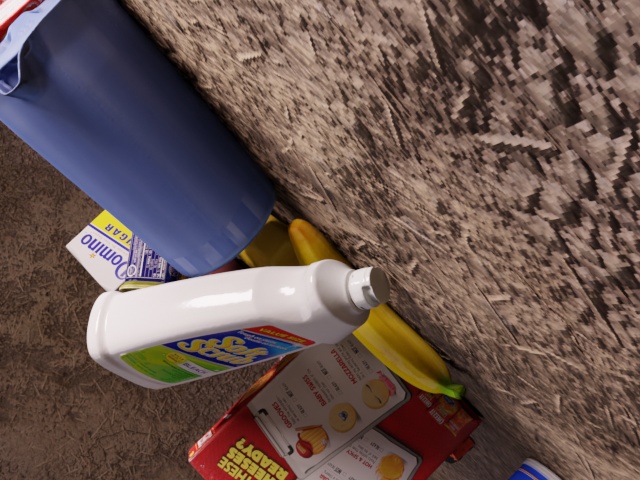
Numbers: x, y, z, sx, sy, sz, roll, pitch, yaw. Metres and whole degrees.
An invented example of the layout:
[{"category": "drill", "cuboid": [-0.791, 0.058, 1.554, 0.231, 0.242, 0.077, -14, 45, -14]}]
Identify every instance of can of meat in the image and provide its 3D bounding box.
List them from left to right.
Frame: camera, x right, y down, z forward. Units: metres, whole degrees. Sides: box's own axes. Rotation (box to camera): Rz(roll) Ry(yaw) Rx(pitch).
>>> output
[{"category": "can of meat", "cuboid": [-0.141, 0.018, 0.984, 0.057, 0.084, 0.102, 3, 163, 9]}]

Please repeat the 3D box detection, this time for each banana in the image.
[{"category": "banana", "cuboid": [0.044, 0.060, 0.884, 0.198, 0.037, 0.070, 44, 154, 8]}]

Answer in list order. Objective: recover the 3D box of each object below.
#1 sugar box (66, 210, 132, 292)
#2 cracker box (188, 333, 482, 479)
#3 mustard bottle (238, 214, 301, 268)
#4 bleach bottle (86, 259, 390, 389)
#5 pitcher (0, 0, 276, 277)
[{"category": "sugar box", "cuboid": [-0.232, -0.017, 1.381, 0.093, 0.176, 0.048, 44, 172, 13]}, {"category": "cracker box", "cuboid": [0.012, 0.177, 0.968, 0.164, 0.213, 0.072, 46, 172, -2]}, {"category": "mustard bottle", "cuboid": [-0.056, 0.001, 1.006, 0.096, 0.058, 0.192, 46, 173, -38]}, {"category": "bleach bottle", "cuboid": [-0.062, 0.059, 0.850, 0.251, 0.068, 0.102, -17, 143, 32]}, {"category": "pitcher", "cuboid": [-0.149, -0.091, 0.856, 0.242, 0.149, 0.145, 46, 157, -23]}]
